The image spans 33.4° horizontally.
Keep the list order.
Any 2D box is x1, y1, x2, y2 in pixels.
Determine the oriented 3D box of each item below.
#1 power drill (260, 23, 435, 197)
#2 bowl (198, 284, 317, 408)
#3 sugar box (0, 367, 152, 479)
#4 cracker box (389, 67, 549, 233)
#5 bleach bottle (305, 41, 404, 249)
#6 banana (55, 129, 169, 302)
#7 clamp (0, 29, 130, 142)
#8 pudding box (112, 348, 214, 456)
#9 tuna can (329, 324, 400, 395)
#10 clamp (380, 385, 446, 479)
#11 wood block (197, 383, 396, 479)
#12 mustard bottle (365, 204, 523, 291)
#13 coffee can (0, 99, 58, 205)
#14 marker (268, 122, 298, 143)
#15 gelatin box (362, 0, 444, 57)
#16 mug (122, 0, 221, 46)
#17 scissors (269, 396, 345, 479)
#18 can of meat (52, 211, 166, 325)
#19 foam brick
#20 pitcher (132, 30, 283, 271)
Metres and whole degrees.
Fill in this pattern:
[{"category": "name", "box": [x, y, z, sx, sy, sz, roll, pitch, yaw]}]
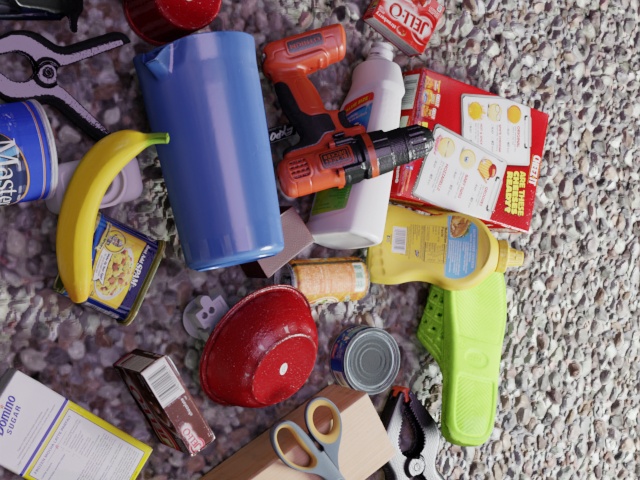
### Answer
[{"category": "power drill", "box": [0.020, -0.153, 1.223, 0.184, 0.057, 0.188, -16, 71, -7]}, {"category": "bowl", "box": [-0.056, 0.132, 1.205, 0.161, 0.055, 0.162, -25, 132, -32]}, {"category": "sugar box", "box": [-0.277, 0.216, 1.128, 0.176, 0.048, 0.093, 36, 74, -21]}, {"category": "cracker box", "box": [0.181, -0.110, 1.369, 0.213, 0.072, 0.164, 14, 84, -30]}, {"category": "bleach bottle", "box": [0.048, -0.118, 1.289, 0.068, 0.103, 0.251, 22, 72, -36]}, {"category": "banana", "box": [-0.227, -0.035, 1.079, 0.069, 0.037, 0.198, 29, 96, 5]}, {"category": "clamp", "box": [-0.282, -0.184, 1.123, 0.171, 0.039, 0.120, 20, 80, -28]}, {"category": "pudding box", "box": [-0.171, 0.175, 1.161, 0.039, 0.090, 0.113, -34, 106, -27]}, {"category": "tuna can", "box": [0.056, 0.148, 1.322, 0.086, 0.034, 0.086, 0, 91, -30]}, {"category": "clamp", "box": [0.123, 0.288, 1.360, 0.164, 0.036, 0.210, -2, 91, -29]}, {"category": "wood block", "box": [-0.026, 0.265, 1.245, 0.205, 0.090, 0.091, -33, 106, -25]}, {"category": "mustard bottle", "box": [0.154, 0.012, 1.315, 0.191, 0.058, 0.096, 6, 73, -1]}, {"category": "coffee can", "box": [-0.343, -0.080, 1.053, 0.140, 0.103, 0.103, -12, 96, -29]}, {"category": "marker", "box": [-0.049, -0.128, 1.268, 0.120, 0.020, 0.020, -21, 101, -28]}, {"category": "gelatin box", "box": [0.106, -0.286, 1.348, 0.089, 0.030, 0.073, 33, 75, -25]}, {"category": "mug", "box": [-0.169, -0.266, 1.162, 0.117, 0.082, 0.093, 9, 86, -29]}, {"category": "scissors", "box": [0.025, 0.256, 1.212, 0.201, 0.016, 0.096, 42, 71, -22]}, {"category": "can of meat", "box": [-0.227, 0.029, 1.147, 0.083, 0.058, 0.102, 28, 77, -25]}, {"category": "foam brick", "box": [-0.058, 0.002, 1.246, 0.078, 0.051, 0.053, -38, 107, -24]}, {"category": "pitcher", "box": [-0.108, -0.095, 1.156, 0.149, 0.145, 0.243, -11, 88, -16]}]
